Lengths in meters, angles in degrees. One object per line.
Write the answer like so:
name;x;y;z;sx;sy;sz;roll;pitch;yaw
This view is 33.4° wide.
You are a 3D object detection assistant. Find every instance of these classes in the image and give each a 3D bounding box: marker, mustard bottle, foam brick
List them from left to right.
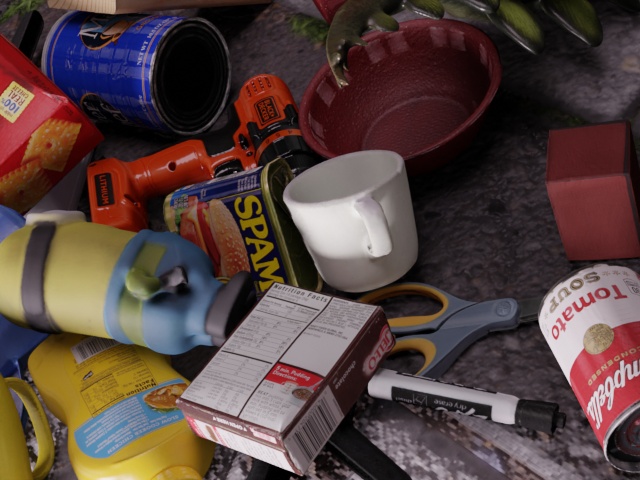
mustard bottle;-0.123;0.123;0.711;0.096;0.058;0.192;-25;41;-17
marker;0.088;0.097;0.647;0.121;0.020;0.020;9;54;24
foam brick;0.179;-0.031;0.690;0.051;0.078;0.053;-6;45;22

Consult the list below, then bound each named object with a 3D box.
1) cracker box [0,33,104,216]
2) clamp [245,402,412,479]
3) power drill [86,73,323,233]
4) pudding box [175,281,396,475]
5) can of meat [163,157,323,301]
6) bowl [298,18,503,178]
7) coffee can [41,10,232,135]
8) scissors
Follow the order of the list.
cracker box;-0.312;-0.069;0.889;0.213;0.072;0.164;-44;57;-6
clamp;-0.001;0.118;0.669;0.120;0.039;0.171;-10;45;11
power drill;-0.089;-0.044;0.855;0.187;0.057;0.184;-23;40;2
pudding box;-0.020;0.081;0.661;0.090;0.039;0.113;11;47;38
can of meat;-0.055;0.001;0.763;0.084;0.102;0.057;-13;11;19
bowl;0.067;-0.099;0.826;0.162;0.055;0.162;-14;45;15
coffee can;-0.165;-0.153;0.960;0.141;0.102;0.102;13;57;35
scissors;0.107;0.063;0.683;0.202;0.016;0.096;1;52;29
